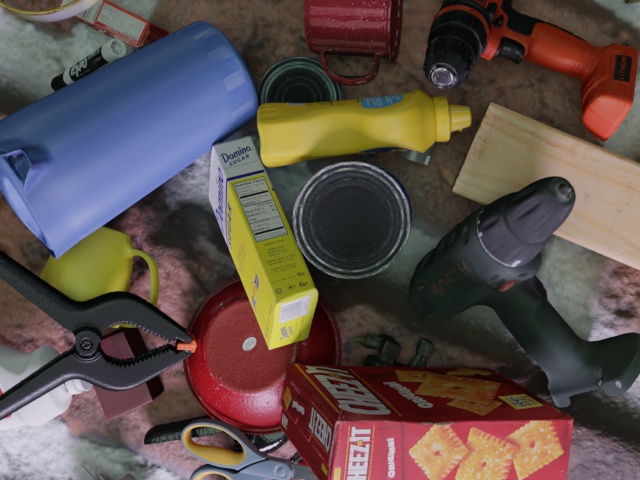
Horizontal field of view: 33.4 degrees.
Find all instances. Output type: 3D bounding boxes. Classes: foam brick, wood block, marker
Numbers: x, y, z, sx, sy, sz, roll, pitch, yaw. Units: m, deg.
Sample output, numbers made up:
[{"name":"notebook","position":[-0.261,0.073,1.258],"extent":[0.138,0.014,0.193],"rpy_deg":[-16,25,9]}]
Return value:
[{"name":"foam brick","position":[-0.198,0.130,1.066],"extent":[0.053,0.051,0.078],"rpy_deg":[-22,91,6]},{"name":"wood block","position":[0.233,-0.047,0.987],"extent":[0.206,0.090,0.090],"rpy_deg":[23,96,4]},{"name":"marker","position":[-0.227,-0.167,1.033],"extent":[0.121,0.020,0.020],"rpy_deg":[-17,92,47]}]

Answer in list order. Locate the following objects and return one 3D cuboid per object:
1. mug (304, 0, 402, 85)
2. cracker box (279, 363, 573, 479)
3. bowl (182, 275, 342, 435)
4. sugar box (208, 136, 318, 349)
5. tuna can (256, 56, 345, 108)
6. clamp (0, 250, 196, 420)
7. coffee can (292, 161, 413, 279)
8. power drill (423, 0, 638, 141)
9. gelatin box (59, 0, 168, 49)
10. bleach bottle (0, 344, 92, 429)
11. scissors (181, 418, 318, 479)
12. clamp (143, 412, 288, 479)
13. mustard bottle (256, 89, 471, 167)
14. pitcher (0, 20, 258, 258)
[{"name":"mug","position":[0.031,-0.203,1.000],"extent":[0.081,0.093,0.117],"rpy_deg":[4,87,10]},{"name":"cracker box","position":[0.088,0.160,0.944],"extent":[0.213,0.164,0.072],"rpy_deg":[3,98,-17]},{"name":"bowl","position":[-0.062,0.105,1.028],"extent":[0.162,0.055,0.162],"rpy_deg":[-2,77,9]},{"name":"sugar box","position":[-0.057,0.001,0.984],"extent":[0.048,0.093,0.176],"rpy_deg":[-17,62,-18]},{"name":"tuna can","position":[-0.019,-0.136,1.038],"extent":[0.086,0.033,0.086],"rpy_deg":[0,94,6]},{"name":"clamp","position":[-0.221,0.083,0.986],"extent":[0.209,0.036,0.164],"rpy_deg":[-4,100,-10]},{"name":"coffee can","position":[0.033,-0.022,0.986],"extent":[0.103,0.140,0.103],"rpy_deg":[0,94,6]},{"name":"power drill","position":[0.187,-0.162,0.955],"extent":[0.187,0.184,0.057],"rpy_deg":[27,135,-3]},{"name":"gelatin box","position":[-0.199,-0.211,1.033],"extent":[0.089,0.073,0.030],"rpy_deg":[27,95,3]},{"name":"bleach bottle","position":[-0.345,0.140,1.056],"extent":[0.251,0.068,0.102],"rpy_deg":[-9,95,16]},{"name":"scissors","position":[-0.046,0.233,1.017],"extent":[0.202,0.016,0.096],"rpy_deg":[21,106,15]},{"name":"clamp","position":[-0.078,0.200,1.063],"extent":[0.171,0.039,0.120],"rpy_deg":[-33,91,7]},{"name":"mustard bottle","position":[0.040,-0.104,0.970],"extent":[0.191,0.096,0.058],"rpy_deg":[-6,98,1]},{"name":"pitcher","position":[-0.184,-0.098,0.991],"extent":[0.242,0.149,0.145],"rpy_deg":[-34,128,-16]}]
